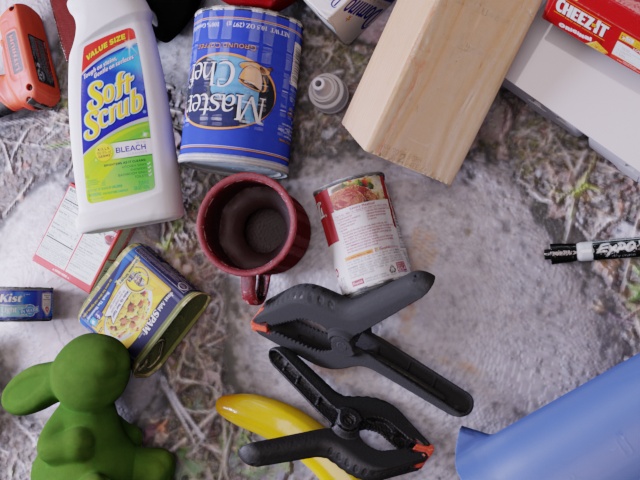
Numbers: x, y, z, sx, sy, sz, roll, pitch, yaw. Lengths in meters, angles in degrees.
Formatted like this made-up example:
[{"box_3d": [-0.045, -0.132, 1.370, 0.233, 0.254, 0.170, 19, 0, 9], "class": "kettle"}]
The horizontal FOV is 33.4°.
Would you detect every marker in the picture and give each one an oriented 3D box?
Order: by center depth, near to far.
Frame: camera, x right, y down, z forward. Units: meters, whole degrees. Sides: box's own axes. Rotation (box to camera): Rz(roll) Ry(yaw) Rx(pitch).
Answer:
[{"box_3d": [0.257, 0.008, 0.933, 0.121, 0.020, 0.020, -5, 84, 13], "class": "marker"}]

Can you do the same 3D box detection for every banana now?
[{"box_3d": [-0.012, 0.200, 0.973, 0.069, 0.037, 0.198, -44, 77, 4], "class": "banana"}]

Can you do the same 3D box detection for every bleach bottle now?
[{"box_3d": [-0.194, -0.137, 0.990, 0.102, 0.068, 0.251, -10, 89, 4], "class": "bleach bottle"}]

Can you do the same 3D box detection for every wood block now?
[{"box_3d": [0.108, -0.166, 0.912, 0.090, 0.091, 0.206, 20, 106, -18], "class": "wood block"}]

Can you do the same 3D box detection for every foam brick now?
[{"box_3d": [-0.227, -0.213, 1.054, 0.051, 0.053, 0.078, -18, 82, 11], "class": "foam brick"}]

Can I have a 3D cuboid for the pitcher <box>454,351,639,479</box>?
[{"box_3d": [0.245, 0.182, 0.868, 0.243, 0.145, 0.149, -33, 115, 6], "class": "pitcher"}]

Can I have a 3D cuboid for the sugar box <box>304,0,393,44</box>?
[{"box_3d": [0.065, -0.260, 0.967, 0.048, 0.093, 0.176, 45, 97, 13], "class": "sugar box"}]

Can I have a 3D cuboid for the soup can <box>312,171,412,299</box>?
[{"box_3d": [0.039, -0.003, 0.963, 0.068, 0.068, 0.102, -18, 82, 12], "class": "soup can"}]

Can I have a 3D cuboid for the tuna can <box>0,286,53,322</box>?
[{"box_3d": [-0.302, 0.062, 1.032, 0.086, 0.086, 0.034, -1, 87, 14], "class": "tuna can"}]

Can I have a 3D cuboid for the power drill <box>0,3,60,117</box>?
[{"box_3d": [-0.368, -0.174, 1.085, 0.188, 0.057, 0.184, -18, 85, 14], "class": "power drill"}]

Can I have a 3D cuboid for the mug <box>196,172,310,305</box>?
[{"box_3d": [-0.056, 0.001, 0.979, 0.093, 0.081, 0.117, -1, 84, 14], "class": "mug"}]

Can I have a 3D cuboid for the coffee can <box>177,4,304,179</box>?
[{"box_3d": [-0.073, -0.133, 0.984, 0.103, 0.102, 0.140, 5, 86, 14], "class": "coffee can"}]

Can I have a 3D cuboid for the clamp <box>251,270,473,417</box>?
[{"box_3d": [0.028, 0.074, 0.934, 0.210, 0.164, 0.036, 12, 46, 27], "class": "clamp"}]

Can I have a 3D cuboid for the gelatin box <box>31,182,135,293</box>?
[{"box_3d": [-0.230, -0.002, 1.049, 0.073, 0.030, 0.089, 28, 91, 15], "class": "gelatin box"}]

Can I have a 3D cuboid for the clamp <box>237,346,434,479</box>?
[{"box_3d": [0.012, 0.172, 0.939, 0.171, 0.039, 0.120, 24, 56, 4], "class": "clamp"}]

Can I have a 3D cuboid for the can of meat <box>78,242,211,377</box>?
[{"box_3d": [-0.169, 0.065, 1.014, 0.084, 0.057, 0.102, 39, 95, 15], "class": "can of meat"}]
